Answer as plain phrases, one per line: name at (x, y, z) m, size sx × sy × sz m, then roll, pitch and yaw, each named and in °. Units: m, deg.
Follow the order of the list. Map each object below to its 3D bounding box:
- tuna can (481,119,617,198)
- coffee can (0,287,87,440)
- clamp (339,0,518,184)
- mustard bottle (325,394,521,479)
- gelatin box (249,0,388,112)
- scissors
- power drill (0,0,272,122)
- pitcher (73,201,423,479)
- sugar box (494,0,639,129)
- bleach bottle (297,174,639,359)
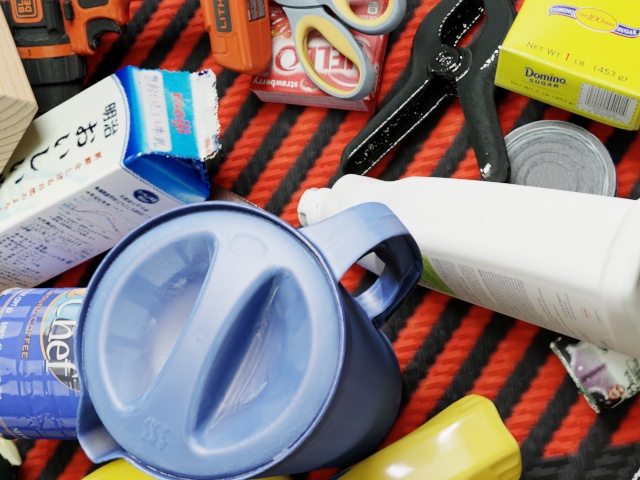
tuna can at (0.147, -0.033, 0.687) m, size 0.086 × 0.033 × 0.086 m, roll -3°, pitch 77°, yaw 14°
coffee can at (-0.138, 0.080, 0.700) m, size 0.140 × 0.102 × 0.103 m, roll -2°, pitch 77°, yaw 15°
clamp at (0.095, -0.103, 0.699) m, size 0.120 × 0.039 × 0.171 m, roll 21°, pitch 78°, yaw 32°
mustard bottle at (0.021, 0.160, 0.621) m, size 0.191 × 0.096 × 0.058 m, roll -27°, pitch 72°, yaw -9°
gelatin box at (0.001, -0.132, 0.750) m, size 0.089 × 0.030 × 0.073 m, roll 8°, pitch 80°, yaw 17°
scissors at (-0.014, -0.185, 0.728) m, size 0.096 × 0.016 × 0.202 m, roll -43°, pitch 70°, yaw 26°
power drill at (-0.130, -0.149, 0.734) m, size 0.188 × 0.057 × 0.184 m, roll 1°, pitch 110°, yaw 16°
pitcher at (-0.017, 0.065, 0.597) m, size 0.149 × 0.242 × 0.145 m, roll 4°, pitch 79°, yaw 15°
sugar box at (0.186, -0.160, 0.672) m, size 0.093 × 0.048 × 0.176 m, roll 22°, pitch 69°, yaw 13°
bleach bottle at (0.087, -0.001, 0.639) m, size 0.251 × 0.102 × 0.068 m, roll 15°, pitch 66°, yaw 37°
